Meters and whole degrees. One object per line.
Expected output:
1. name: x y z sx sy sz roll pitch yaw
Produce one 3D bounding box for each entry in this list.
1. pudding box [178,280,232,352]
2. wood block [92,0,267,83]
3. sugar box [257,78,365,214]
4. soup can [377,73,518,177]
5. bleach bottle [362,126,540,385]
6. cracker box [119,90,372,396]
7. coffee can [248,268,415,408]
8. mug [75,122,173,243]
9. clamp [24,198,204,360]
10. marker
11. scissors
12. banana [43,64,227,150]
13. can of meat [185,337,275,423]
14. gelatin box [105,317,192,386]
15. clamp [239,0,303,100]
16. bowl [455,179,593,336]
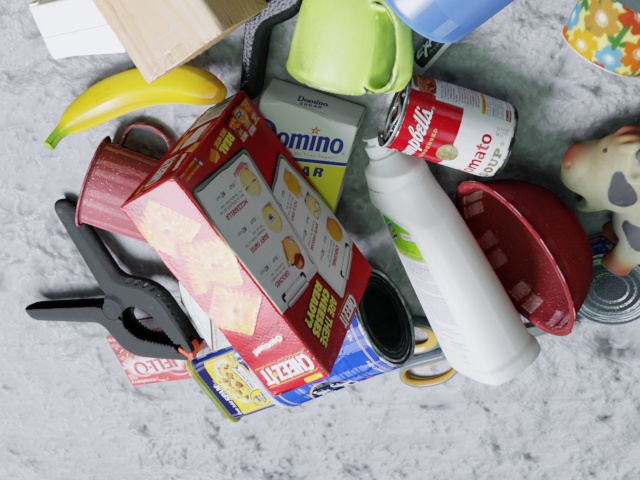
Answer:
1. pudding box: -0.113 0.042 1.075 0.039 0.090 0.113 -19 130 -21
2. wood block: -0.146 -0.244 0.854 0.090 0.090 0.206 -27 101 32
3. sugar box: -0.024 -0.057 1.004 0.093 0.048 0.176 18 129 5
4. soup can: 0.108 -0.098 0.907 0.102 0.068 0.069 16 129 -12
5. bleach bottle: 0.109 0.009 0.975 0.251 0.068 0.103 62 162 -19
6. cracker box: -0.056 0.001 0.923 0.072 0.164 0.213 -25 112 30
7. coffee can: 0.009 0.099 1.070 0.141 0.102 0.102 -25 114 30
8. mug: -0.179 -0.056 1.036 0.081 0.093 0.117 19 92 -2
9. clamp: -0.222 0.071 1.142 0.210 0.036 0.165 36 125 4
10. marker: 0.097 -0.164 0.905 0.020 0.020 0.121 36 127 -10
11. scissors: 0.150 0.092 1.075 0.202 0.016 0.096 -32 110 33
12. banana: -0.166 -0.130 0.983 0.198 0.069 0.037 -14 147 26
13. can of meat: -0.082 0.140 1.157 0.084 0.057 0.102 -23 115 28
14. gelatin box: -0.184 0.124 1.194 0.089 0.030 0.073 -9 121 23
15. clamp: -0.055 -0.199 0.916 0.172 0.039 0.120 -31 111 37
16. bowl: 0.189 0.003 0.942 0.055 0.162 0.162 -33 117 -12
